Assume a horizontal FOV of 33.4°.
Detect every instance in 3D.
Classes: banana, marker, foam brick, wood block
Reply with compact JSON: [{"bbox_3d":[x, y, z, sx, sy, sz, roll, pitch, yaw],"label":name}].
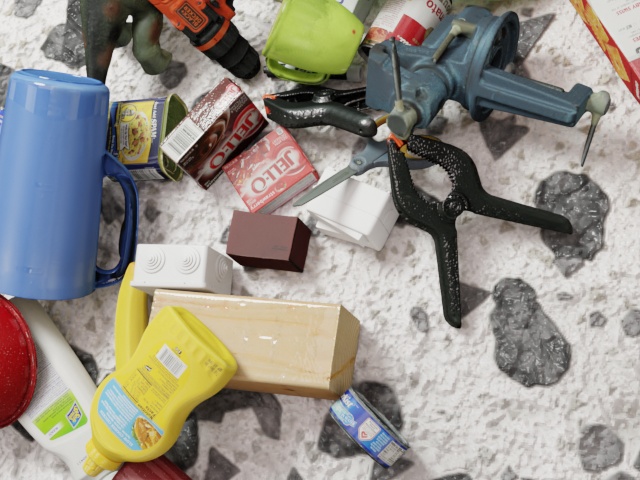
[{"bbox_3d":[-0.202,0.124,1.182,0.070,0.037,0.198,-38,53,44],"label":"banana"},{"bbox_3d":[-0.010,-0.198,1.251,0.121,0.020,0.020,5,74,18],"label":"marker"},{"bbox_3d":[-0.058,0.001,1.183,0.078,0.051,0.053,7,76,18],"label":"foam brick"},{"bbox_3d":[-0.072,0.111,1.130,0.206,0.090,0.090,4,75,17],"label":"wood block"}]

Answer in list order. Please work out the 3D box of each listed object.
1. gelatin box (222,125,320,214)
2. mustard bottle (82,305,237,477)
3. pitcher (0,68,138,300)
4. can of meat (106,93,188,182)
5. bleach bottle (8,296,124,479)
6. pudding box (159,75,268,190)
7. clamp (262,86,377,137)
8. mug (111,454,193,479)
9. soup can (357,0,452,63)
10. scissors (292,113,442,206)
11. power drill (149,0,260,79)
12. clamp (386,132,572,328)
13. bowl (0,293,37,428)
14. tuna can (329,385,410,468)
[{"bbox_3d":[-0.057,-0.078,1.220,0.089,0.030,0.073,-35,67,3],"label":"gelatin box"},{"bbox_3d":[-0.176,0.164,1.073,0.096,0.058,0.192,43,100,15],"label":"mustard bottle"},{"bbox_3d":[-0.292,-0.061,1.187,0.145,0.149,0.243,19,105,34],"label":"pitcher"},{"bbox_3d":[-0.208,-0.119,1.264,0.084,0.057,0.102,-2,71,18],"label":"can of meat"},{"bbox_3d":[-0.296,0.185,1.188,0.102,0.068,0.251,-42,70,9],"label":"bleach bottle"},{"bbox_3d":[-0.120,-0.122,1.220,0.113,0.090,0.039,-45,65,-1],"label":"pudding box"},{"bbox_3d":[0.010,-0.145,1.191,0.172,0.120,0.039,-3,113,20],"label":"clamp"},{"bbox_3d":[-0.175,0.282,1.109,0.082,0.093,0.117,35,97,28],"label":"mug"},{"bbox_3d":[0.096,-0.242,1.208,0.069,0.068,0.102,28,82,22],"label":"soup can"},{"bbox_3d":[0.061,-0.076,1.137,0.096,0.016,0.201,25,48,17],"label":"scissors"},{"bbox_3d":[-0.087,-0.294,1.213,0.188,0.184,0.057,-44,37,9],"label":"power drill"},{"bbox_3d":[0.149,-0.037,1.113,0.164,0.036,0.210,-33,89,0],"label":"clamp"},{"bbox_3d":[-0.387,0.134,1.165,0.162,0.055,0.162,3,96,28],"label":"bowl"},{"bbox_3d":[0.049,0.188,1.072,0.034,0.086,0.086,-45,66,0],"label":"tuna can"}]
